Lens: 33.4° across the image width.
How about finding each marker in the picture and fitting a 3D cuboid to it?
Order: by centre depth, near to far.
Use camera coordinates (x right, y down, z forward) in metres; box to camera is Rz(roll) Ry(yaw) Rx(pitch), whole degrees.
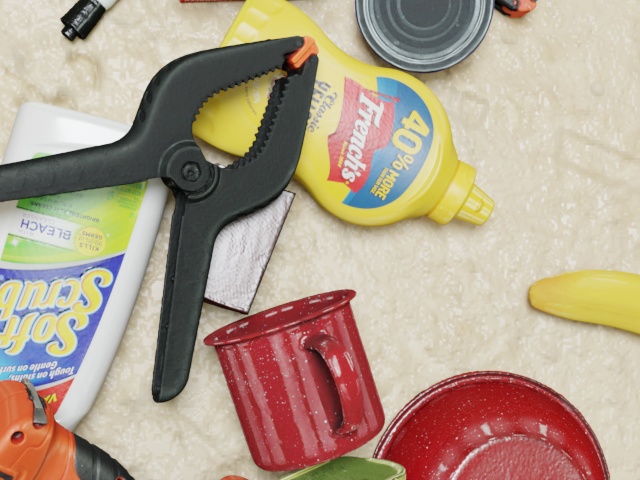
[{"bbox_3d":[-0.116,-0.169,0.651,0.020,0.020,0.121,39,82,-5],"label":"marker"}]

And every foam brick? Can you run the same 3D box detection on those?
[{"bbox_3d":[-0.054,0.001,0.632,0.051,0.053,0.078,22,84,-7],"label":"foam brick"}]

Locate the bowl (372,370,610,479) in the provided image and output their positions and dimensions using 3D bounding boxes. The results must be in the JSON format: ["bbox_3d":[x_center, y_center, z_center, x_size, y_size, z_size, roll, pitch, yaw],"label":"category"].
[{"bbox_3d":[0.111,0.161,0.646,0.162,0.055,0.162,1,86,-9],"label":"bowl"}]

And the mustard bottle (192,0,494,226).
[{"bbox_3d":[0.020,-0.063,0.645,0.191,0.058,0.096,30,91,-6],"label":"mustard bottle"}]

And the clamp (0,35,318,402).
[{"bbox_3d":[-0.084,-0.040,0.573,0.164,0.036,0.210,39,82,-20],"label":"clamp"}]

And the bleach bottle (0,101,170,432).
[{"bbox_3d":[-0.154,0.054,0.610,0.102,0.068,0.251,14,87,-12],"label":"bleach bottle"}]

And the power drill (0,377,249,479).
[{"bbox_3d":[-0.137,0.175,0.576,0.184,0.057,0.187,-50,122,-3],"label":"power drill"}]

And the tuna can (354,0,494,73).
[{"bbox_3d":[0.064,-0.146,0.657,0.086,0.033,0.086,1,100,6],"label":"tuna can"}]

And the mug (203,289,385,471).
[{"bbox_3d":[-0.006,0.080,0.606,0.093,0.117,0.081,-20,94,-26],"label":"mug"}]
